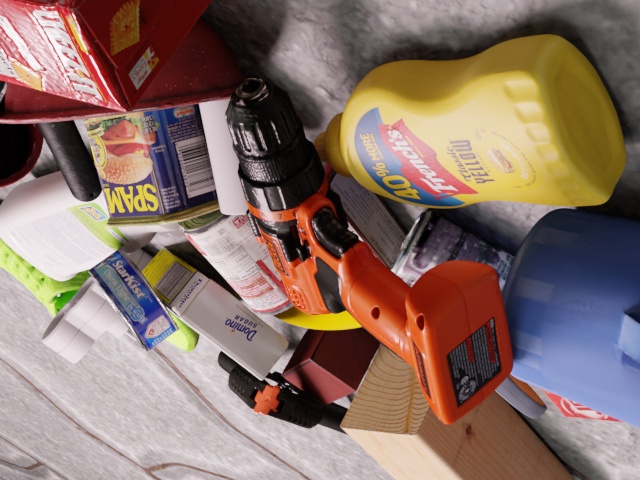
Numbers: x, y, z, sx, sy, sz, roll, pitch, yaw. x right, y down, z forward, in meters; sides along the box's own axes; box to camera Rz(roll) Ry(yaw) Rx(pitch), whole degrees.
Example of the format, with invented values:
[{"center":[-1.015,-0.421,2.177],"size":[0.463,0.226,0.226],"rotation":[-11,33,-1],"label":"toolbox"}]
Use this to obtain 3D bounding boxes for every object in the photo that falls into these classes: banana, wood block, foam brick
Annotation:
[{"center":[0.004,0.046,0.875],"size":[0.198,0.037,0.069],"rotation":[1,142,44],"label":"banana"},{"center":[0.125,0.186,0.934],"size":[0.090,0.090,0.206],"rotation":[-4,137,47],"label":"wood block"},{"center":[0.009,0.107,0.957],"size":[0.051,0.053,0.078],"rotation":[34,154,-8],"label":"foam brick"}]

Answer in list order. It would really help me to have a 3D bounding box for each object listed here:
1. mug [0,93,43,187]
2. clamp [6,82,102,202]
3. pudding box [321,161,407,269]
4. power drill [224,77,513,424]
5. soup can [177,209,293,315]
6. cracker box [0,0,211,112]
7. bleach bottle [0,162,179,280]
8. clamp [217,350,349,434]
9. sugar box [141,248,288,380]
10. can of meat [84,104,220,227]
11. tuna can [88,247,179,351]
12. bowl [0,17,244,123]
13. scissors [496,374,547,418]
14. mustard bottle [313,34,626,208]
[{"center":[-0.296,-0.092,0.887],"size":[0.117,0.093,0.082],"rotation":[46,154,-20],"label":"mug"},{"center":[-0.210,-0.115,0.778],"size":[0.120,0.039,0.171],"rotation":[45,158,29],"label":"clamp"},{"center":[0.007,-0.013,0.772],"size":[0.090,0.039,0.113],"rotation":[0,143,42],"label":"pudding box"},{"center":[0.024,0.007,0.617],"size":[0.188,0.057,0.184],"rotation":[39,159,41],"label":"power drill"},{"center":[-0.055,0.001,0.824],"size":[0.069,0.068,0.102],"rotation":[1,141,44],"label":"soup can"},{"center":[-0.147,-0.164,0.529],"size":[0.214,0.164,0.072],"rotation":[16,152,26],"label":"cracker box"},{"center":[-0.184,-0.022,0.922],"size":[0.251,0.068,0.102],"rotation":[-9,138,48],"label":"bleach bottle"},{"center":[-0.030,0.152,1.026],"size":[0.164,0.036,0.210],"rotation":[26,177,0],"label":"clamp"},{"center":[-0.097,0.060,0.933],"size":[0.093,0.048,0.176],"rotation":[41,170,-22],"label":"sugar box"},{"center":[-0.121,-0.057,0.765],"size":[0.102,0.057,0.084],"rotation":[-1,105,50],"label":"can of meat"},{"center":[-0.156,0.050,0.890],"size":[0.086,0.033,0.086],"rotation":[50,167,16],"label":"tuna can"},{"center":[-0.122,-0.110,0.655],"size":[0.162,0.161,0.055],"rotation":[4,106,41],"label":"bowl"},{"center":[0.099,0.073,0.757],"size":[0.201,0.016,0.096],"rotation":[30,-163,-45],"label":"scissors"},{"center":[0.069,-0.060,0.607],"size":[0.192,0.058,0.096],"rotation":[0,139,46],"label":"mustard bottle"}]
